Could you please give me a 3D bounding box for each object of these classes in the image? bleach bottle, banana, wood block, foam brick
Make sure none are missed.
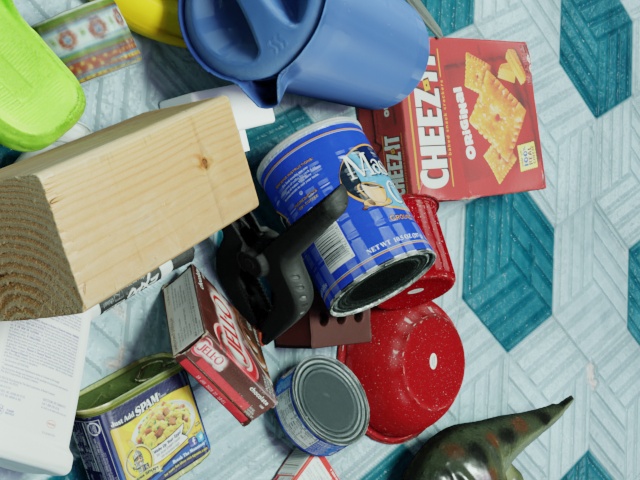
[{"bbox_3d":[-0.201,0.034,0.767,0.102,0.068,0.251,34,59,-49],"label":"bleach bottle"},{"bbox_3d":[-0.123,-0.193,0.884,0.197,0.037,0.069,-2,66,-45],"label":"banana"},{"bbox_3d":[-0.140,-0.027,0.732,0.205,0.090,0.091,-35,114,-55],"label":"wood block"},{"bbox_3d":[0.002,0.069,0.962,0.078,0.051,0.053,-3,88,-44],"label":"foam brick"}]

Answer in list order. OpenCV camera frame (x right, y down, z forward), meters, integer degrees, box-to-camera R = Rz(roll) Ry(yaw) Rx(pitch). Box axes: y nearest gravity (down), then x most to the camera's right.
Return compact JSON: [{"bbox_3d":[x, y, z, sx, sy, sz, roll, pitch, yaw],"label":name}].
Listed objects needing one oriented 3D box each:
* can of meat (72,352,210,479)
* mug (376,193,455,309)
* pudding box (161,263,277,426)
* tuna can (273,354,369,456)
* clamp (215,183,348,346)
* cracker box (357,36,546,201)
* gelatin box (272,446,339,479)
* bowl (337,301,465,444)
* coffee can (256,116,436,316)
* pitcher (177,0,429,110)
[{"bbox_3d":[-0.139,0.145,0.819,0.101,0.058,0.084,-27,106,-42],"label":"can of meat"},{"bbox_3d":[0.083,0.016,1.004,0.117,0.093,0.081,27,44,-58],"label":"mug"},{"bbox_3d":[-0.082,0.082,0.846,0.039,0.113,0.090,-37,119,4],"label":"pudding box"},{"bbox_3d":[0.000,0.147,0.944,0.086,0.034,0.086,25,46,-29],"label":"tuna can"},{"bbox_3d":[-0.056,0.001,0.872,0.036,0.165,0.210,-43,153,-36],"label":"clamp"},{"bbox_3d":[0.137,-0.122,1.094,0.213,0.072,0.164,-8,91,-43],"label":"cracker box"},{"bbox_3d":[-0.018,0.237,0.943,0.089,0.030,0.073,-48,119,-36],"label":"gelatin box"},{"bbox_3d":[0.092,0.119,1.040,0.161,0.055,0.162,6,82,-43],"label":"bowl"},{"bbox_3d":[0.021,-0.021,0.917,0.102,0.103,0.140,-10,64,-43],"label":"coffee can"},{"bbox_3d":[0.000,-0.190,0.901,0.149,0.145,0.242,-54,157,15],"label":"pitcher"}]
